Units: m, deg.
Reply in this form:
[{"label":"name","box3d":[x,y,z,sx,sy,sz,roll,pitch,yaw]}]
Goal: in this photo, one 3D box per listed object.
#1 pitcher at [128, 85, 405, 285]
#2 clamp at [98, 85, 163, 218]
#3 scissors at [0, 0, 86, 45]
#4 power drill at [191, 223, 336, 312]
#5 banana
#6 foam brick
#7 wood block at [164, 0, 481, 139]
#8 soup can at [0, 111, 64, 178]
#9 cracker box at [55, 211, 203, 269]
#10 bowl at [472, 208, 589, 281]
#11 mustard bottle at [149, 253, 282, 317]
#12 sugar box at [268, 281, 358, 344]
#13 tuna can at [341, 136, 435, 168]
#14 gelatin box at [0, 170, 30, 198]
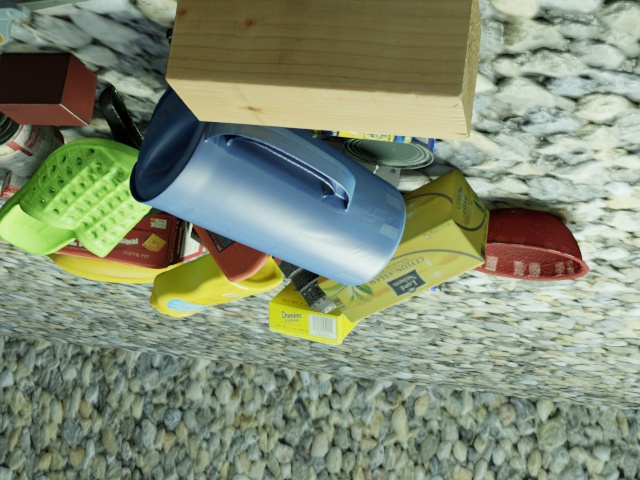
[{"label":"pitcher","box3d":[-0.036,-0.050,0.967,0.242,0.149,0.145,26,115,-30]},{"label":"clamp","box3d":[-0.182,-0.082,1.107,0.164,0.036,0.210,21,144,-27]},{"label":"scissors","box3d":[-0.245,-0.183,0.875,0.202,0.016,0.096,5,167,16]},{"label":"power drill","box3d":[-0.057,0.001,1.125,0.057,0.184,0.187,-37,170,14]},{"label":"banana","box3d":[-0.268,0.030,1.416,0.197,0.037,0.070,9,-154,-25]},{"label":"foam brick","box3d":[-0.254,-0.139,0.984,0.078,0.051,0.053,4,165,19]},{"label":"wood block","box3d":[0.006,-0.133,0.762,0.206,0.090,0.090,5,167,12]},{"label":"soup can","box3d":[-0.316,-0.110,1.107,0.068,0.068,0.102,5,166,13]},{"label":"cracker box","box3d":[-0.242,-0.014,1.333,0.164,0.072,0.213,8,-176,4]},{"label":"bowl","box3d":[0.233,0.002,1.242,0.162,0.055,0.162,8,166,2]},{"label":"mustard bottle","box3d":[-0.139,0.052,1.248,0.096,0.058,0.192,3,163,-44]},{"label":"sugar box","box3d":[0.017,0.062,1.296,0.093,0.048,0.176,11,-151,22]},{"label":"tuna can","box3d":[0.064,-0.096,0.993,0.086,0.034,0.086,8,166,2]},{"label":"gelatin box","box3d":[-0.369,-0.066,1.401,0.089,0.030,0.073,15,166,-22]}]
